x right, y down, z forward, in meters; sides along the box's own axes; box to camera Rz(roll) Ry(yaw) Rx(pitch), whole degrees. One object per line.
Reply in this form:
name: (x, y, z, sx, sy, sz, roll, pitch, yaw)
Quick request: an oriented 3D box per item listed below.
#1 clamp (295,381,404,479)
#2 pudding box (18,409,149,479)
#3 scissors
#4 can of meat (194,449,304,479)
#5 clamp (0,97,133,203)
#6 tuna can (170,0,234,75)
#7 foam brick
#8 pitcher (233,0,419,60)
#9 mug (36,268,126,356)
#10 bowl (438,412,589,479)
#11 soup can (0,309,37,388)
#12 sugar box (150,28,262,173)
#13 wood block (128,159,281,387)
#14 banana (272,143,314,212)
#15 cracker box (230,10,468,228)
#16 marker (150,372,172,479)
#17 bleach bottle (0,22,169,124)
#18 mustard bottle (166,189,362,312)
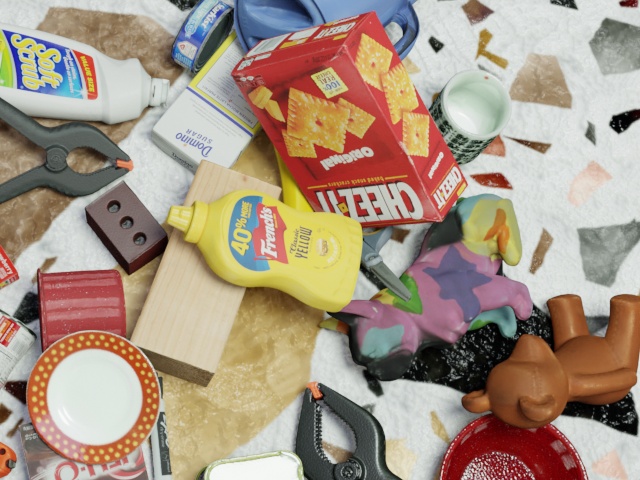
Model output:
clamp: (0.025, 0.245, 1.080, 0.164, 0.036, 0.210, -32, 70, 2)
pudding box: (-0.232, 0.214, 1.053, 0.113, 0.039, 0.090, -13, 76, -14)
scissors: (0.066, 0.011, 1.102, 0.096, 0.202, 0.016, -33, 119, -22)
can of meat: (-0.069, 0.240, 1.051, 0.102, 0.084, 0.057, -7, 74, -13)
clamp: (-0.285, -0.097, 1.123, 0.171, 0.039, 0.120, -5, 109, -15)
tuna can: (-0.130, -0.228, 1.182, 0.034, 0.086, 0.086, 32, 70, 2)
foam brick: (-0.204, -0.012, 1.121, 0.053, 0.051, 0.078, -38, 83, -18)
pitcher: (0.035, -0.268, 1.176, 0.242, 0.145, 0.149, -41, 120, -37)
mug: (-0.240, 0.083, 1.073, 0.081, 0.093, 0.117, -4, 105, -16)
bowl: (0.194, 0.261, 1.107, 0.162, 0.055, 0.162, 3, 73, -9)
soup can: (-0.334, 0.120, 1.048, 0.068, 0.068, 0.102, 31, 70, 0)
sugar box: (-0.100, -0.154, 1.186, 0.093, 0.048, 0.176, 37, 73, -1)
wood block: (-0.120, 0.035, 1.101, 0.090, 0.091, 0.206, 20, 71, -4)
banana: (-0.039, -0.089, 1.159, 0.069, 0.037, 0.198, -30, 108, -42)
cracker box: (0.028, -0.112, 1.082, 0.072, 0.164, 0.213, -51, 122, -35)
marker: (-0.164, 0.194, 1.082, 0.020, 0.020, 0.121, -5, 74, -12)
bleach bottle: (-0.289, -0.182, 1.153, 0.250, 0.068, 0.102, 6, 74, -11)
mustard bottle: (-0.057, 0.001, 1.043, 0.191, 0.058, 0.096, 17, 65, -15)
